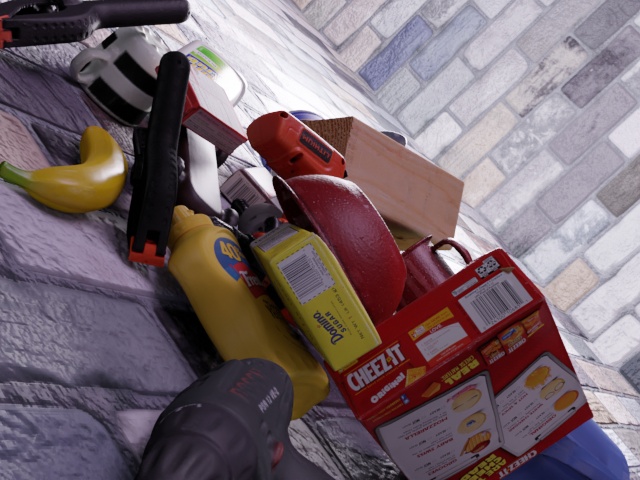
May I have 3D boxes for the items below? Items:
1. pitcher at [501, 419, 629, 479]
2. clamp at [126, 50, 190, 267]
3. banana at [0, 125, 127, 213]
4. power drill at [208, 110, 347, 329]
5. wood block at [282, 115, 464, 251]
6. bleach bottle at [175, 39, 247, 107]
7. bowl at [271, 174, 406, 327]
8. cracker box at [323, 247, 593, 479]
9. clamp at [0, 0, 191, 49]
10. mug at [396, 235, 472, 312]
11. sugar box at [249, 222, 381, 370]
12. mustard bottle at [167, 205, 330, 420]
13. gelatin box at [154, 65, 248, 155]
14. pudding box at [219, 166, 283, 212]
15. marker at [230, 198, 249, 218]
[{"bbox_3d":[0.247,0.226,1.145,0.242,0.145,0.149,39,35,-42],"label":"pitcher"},{"bbox_3d":[-0.129,-0.063,0.844,0.039,0.120,0.171,5,50,-15],"label":"clamp"},{"bbox_3d":[-0.183,-0.056,0.831,0.069,0.037,0.197,46,13,-5],"label":"banana"},{"bbox_3d":[-0.043,-0.024,0.974,0.184,0.057,0.187,37,48,-38],"label":"power drill"},{"bbox_3d":[0.062,-0.059,1.212,0.091,0.090,0.205,-1,-18,43],"label":"wood block"},{"bbox_3d":[-0.149,-0.171,1.247,0.102,0.068,0.250,43,15,-11],"label":"bleach bottle"},{"bbox_3d":[0.023,0.005,0.870,0.162,0.055,0.162,58,-7,10],"label":"bowl"},{"bbox_3d":[0.118,0.121,0.862,0.072,0.164,0.213,57,1,40],"label":"cracker box"},{"bbox_3d":[-0.228,-0.211,0.998,0.165,0.036,0.209,10,24,14],"label":"clamp"},{"bbox_3d":[0.117,0.046,1.157,0.081,0.117,0.093,53,23,8],"label":"mug"},{"bbox_3d":[-0.010,0.038,0.817,0.093,0.048,0.176,60,-8,-7],"label":"sugar box"},{"bbox_3d":[-0.068,0.047,0.821,0.192,0.058,0.096,54,9,27],"label":"mustard bottle"},{"bbox_3d":[-0.116,-0.132,1.039,0.089,0.030,0.073,30,28,-56],"label":"gelatin box"},{"bbox_3d":[-0.051,-0.030,1.180,0.113,0.039,0.090,49,13,5],"label":"pudding box"},{"bbox_3d":[-0.057,0.001,1.104,0.121,0.020,0.020,52,14,26],"label":"marker"}]
